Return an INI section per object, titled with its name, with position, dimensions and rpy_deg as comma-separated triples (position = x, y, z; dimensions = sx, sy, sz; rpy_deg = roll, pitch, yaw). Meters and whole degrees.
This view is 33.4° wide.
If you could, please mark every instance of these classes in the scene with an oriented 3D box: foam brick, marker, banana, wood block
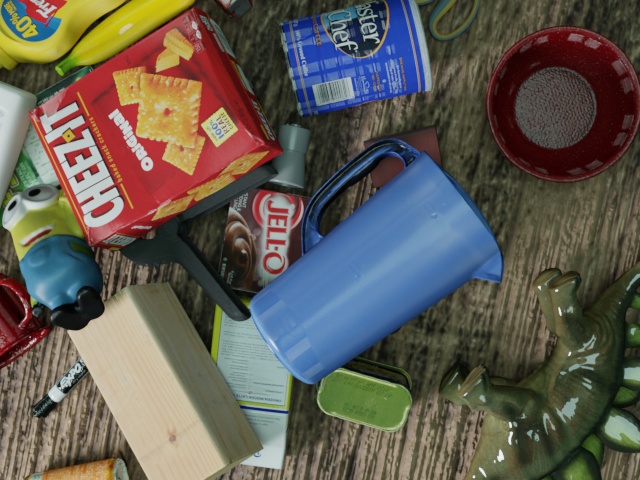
[foam brick]
position = 0.088, -0.088, 1.132
dimensions = 0.078, 0.053, 0.051
rpy_deg = -13, 92, 4
[marker]
position = -0.272, 0.150, 1.176
dimensions = 0.020, 0.020, 0.121
rpy_deg = 44, 94, -1
[banana]
position = -0.191, -0.228, 1.114
dimensions = 0.198, 0.069, 0.037
rpy_deg = -26, 121, 28
[wood block]
position = -0.161, 0.155, 1.106
dimensions = 0.091, 0.090, 0.206
rpy_deg = -35, 78, 19

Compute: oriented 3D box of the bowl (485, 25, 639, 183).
[bowl]
position = 0.251, -0.141, 1.121
dimensions = 0.162, 0.055, 0.162
rpy_deg = 0, 93, 2

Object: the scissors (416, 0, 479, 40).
[scissors]
position = 0.159, -0.311, 1.136
dimensions = 0.096, 0.016, 0.202
rpy_deg = 28, 94, 1

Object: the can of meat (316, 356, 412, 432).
[can of meat]
position = 0.046, 0.160, 1.131
dimensions = 0.102, 0.084, 0.057
rpy_deg = 15, 93, 1

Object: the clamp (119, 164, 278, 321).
[clamp]
position = -0.146, -0.023, 1.130
dimensions = 0.210, 0.036, 0.164
rpy_deg = 18, 92, 17

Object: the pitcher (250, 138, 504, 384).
[pitcher]
position = 0.047, 0.024, 1.064
dimensions = 0.243, 0.149, 0.145
rpy_deg = -37, 121, 6

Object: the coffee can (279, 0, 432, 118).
[coffee can]
position = 0.037, -0.191, 1.104
dimensions = 0.140, 0.103, 0.103
rpy_deg = -12, 93, 3

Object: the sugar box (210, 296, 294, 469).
[sugar box]
position = -0.074, 0.152, 1.156
dimensions = 0.093, 0.048, 0.176
rpy_deg = 8, 97, 3

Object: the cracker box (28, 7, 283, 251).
[cracker box]
position = -0.170, -0.111, 1.088
dimensions = 0.214, 0.072, 0.164
rpy_deg = -29, 78, 12

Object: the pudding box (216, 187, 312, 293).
[pudding box]
position = -0.058, 0.001, 1.149
dimensions = 0.090, 0.039, 0.113
rpy_deg = 10, 93, 2

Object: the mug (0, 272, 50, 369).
[mug]
position = -0.344, 0.083, 1.134
dimensions = 0.117, 0.093, 0.081
rpy_deg = -40, 85, 38

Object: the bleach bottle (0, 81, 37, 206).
[bleach bottle]
position = -0.389, -0.053, 1.133
dimensions = 0.102, 0.068, 0.251
rpy_deg = 21, 94, 3

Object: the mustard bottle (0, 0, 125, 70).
[mustard bottle]
position = -0.288, -0.245, 1.133
dimensions = 0.191, 0.058, 0.096
rpy_deg = -41, 71, 5

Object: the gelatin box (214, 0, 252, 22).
[gelatin box]
position = -0.109, -0.268, 1.112
dimensions = 0.030, 0.089, 0.073
rpy_deg = -45, 90, 3
